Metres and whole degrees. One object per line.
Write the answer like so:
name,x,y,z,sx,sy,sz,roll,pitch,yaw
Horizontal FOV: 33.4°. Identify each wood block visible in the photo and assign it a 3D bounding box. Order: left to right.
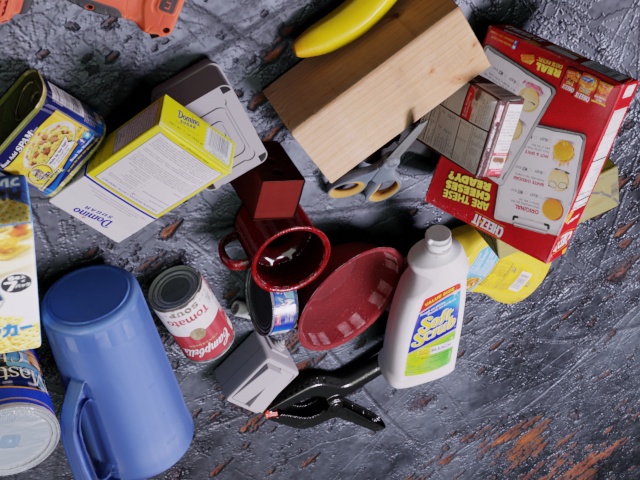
wood block,0.057,-0.168,1.103,0.206,0.091,0.090,-36,135,5

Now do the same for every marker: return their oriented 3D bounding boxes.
marker,-0.057,0.095,1.320,0.120,0.020,0.020,17,118,-37

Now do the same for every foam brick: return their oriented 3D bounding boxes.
foam brick,-0.058,-0.065,1.141,0.052,0.078,0.051,-5,129,-28

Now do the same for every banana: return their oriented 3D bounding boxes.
banana,0.048,-0.256,1.058,0.069,0.037,0.198,29,105,-13

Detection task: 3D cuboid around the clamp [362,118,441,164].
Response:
clamp,0.094,-0.120,1.202,0.171,0.039,0.120,-19,129,-17

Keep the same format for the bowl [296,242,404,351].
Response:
bowl,0.023,0.056,1.287,0.162,0.055,0.162,-29,146,-23

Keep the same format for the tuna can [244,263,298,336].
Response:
tuna can,-0.058,0.068,1.249,0.033,0.086,0.086,-8,131,-24

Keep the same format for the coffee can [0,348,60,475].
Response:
coffee can,-0.344,0.165,1.142,0.102,0.140,0.103,-15,133,-17

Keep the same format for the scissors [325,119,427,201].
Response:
scissors,0.057,-0.083,1.167,0.096,0.016,0.202,-7,161,-5

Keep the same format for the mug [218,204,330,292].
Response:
mug,-0.058,0.001,1.194,0.117,0.081,0.093,-18,134,-14

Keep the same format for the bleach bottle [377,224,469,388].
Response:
bleach bottle,0.128,0.079,1.317,0.102,0.068,0.251,-14,139,-13

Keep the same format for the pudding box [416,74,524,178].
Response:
pudding box,0.155,-0.128,1.131,0.039,0.114,0.090,-3,119,-33

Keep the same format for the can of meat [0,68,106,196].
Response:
can of meat,-0.266,-0.100,1.015,0.102,0.057,0.083,-44,136,13

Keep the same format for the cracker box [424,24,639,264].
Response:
cracker box,0.229,-0.108,1.171,0.071,0.164,0.214,-20,134,-54

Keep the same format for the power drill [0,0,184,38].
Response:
power drill,-0.199,-0.258,0.915,0.187,0.057,0.185,8,127,-30

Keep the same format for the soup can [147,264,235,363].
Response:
soup can,-0.148,0.084,1.229,0.068,0.068,0.102,-29,134,-3

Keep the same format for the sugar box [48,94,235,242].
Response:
sugar box,-0.176,-0.067,1.045,0.177,0.048,0.093,-25,134,37

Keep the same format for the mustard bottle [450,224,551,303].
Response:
mustard bottle,0.204,0.025,1.370,0.191,0.058,0.096,14,125,-36

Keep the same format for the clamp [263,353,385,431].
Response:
clamp,0.022,0.204,1.443,0.209,0.036,0.165,1,127,-28

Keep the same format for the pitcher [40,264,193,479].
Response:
pitcher,-0.234,0.154,1.194,0.145,0.149,0.243,-19,131,-11
